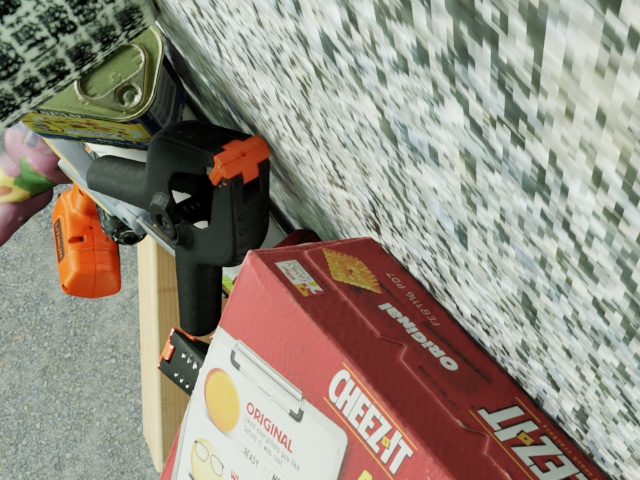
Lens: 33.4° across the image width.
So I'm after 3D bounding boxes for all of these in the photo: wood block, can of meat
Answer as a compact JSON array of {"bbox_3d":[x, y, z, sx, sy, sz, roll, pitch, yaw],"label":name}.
[{"bbox_3d":[-0.102,0.078,0.897,0.090,0.090,0.206,-143,52,-69],"label":"wood block"},{"bbox_3d":[-0.130,-0.087,0.593,0.102,0.057,0.084,8,171,5],"label":"can of meat"}]

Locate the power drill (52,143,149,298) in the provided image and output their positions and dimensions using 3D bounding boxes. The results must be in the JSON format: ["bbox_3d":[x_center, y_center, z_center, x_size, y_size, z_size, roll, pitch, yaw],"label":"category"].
[{"bbox_3d":[-0.177,-0.034,0.873,0.188,0.057,0.184,118,147,-47],"label":"power drill"}]

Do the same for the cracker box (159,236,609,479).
[{"bbox_3d":[0.009,0.131,0.414,0.164,0.071,0.214,47,129,33],"label":"cracker box"}]

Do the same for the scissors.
[{"bbox_3d":[-0.130,-0.029,0.677,0.202,0.016,0.096,31,161,51],"label":"scissors"}]

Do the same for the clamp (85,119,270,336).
[{"bbox_3d":[-0.066,-0.007,0.567,0.120,0.039,0.172,56,153,-10],"label":"clamp"}]
